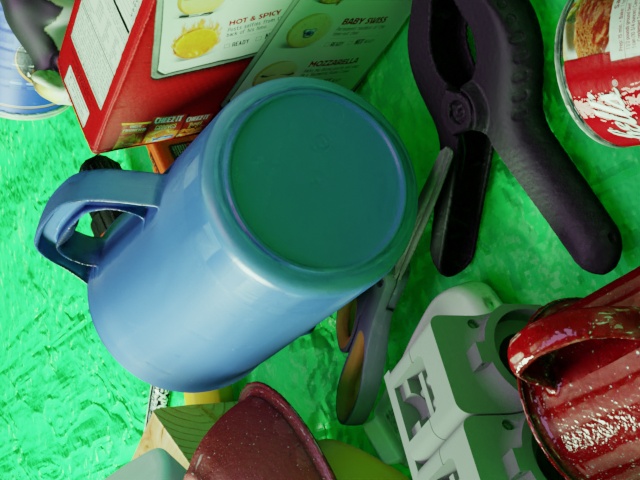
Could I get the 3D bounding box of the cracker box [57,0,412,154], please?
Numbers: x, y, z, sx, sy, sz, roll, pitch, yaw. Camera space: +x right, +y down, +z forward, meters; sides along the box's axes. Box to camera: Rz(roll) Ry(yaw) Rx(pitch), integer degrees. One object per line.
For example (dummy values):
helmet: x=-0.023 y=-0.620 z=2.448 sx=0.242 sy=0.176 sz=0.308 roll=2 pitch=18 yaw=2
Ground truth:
cracker box: x=-0.024 y=-0.139 z=0.519 sx=0.072 sy=0.163 sz=0.214 roll=63 pitch=146 yaw=19

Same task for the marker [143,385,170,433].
marker: x=-0.138 y=0.129 z=0.921 sx=0.020 sy=0.020 sz=0.121 roll=46 pitch=137 yaw=38

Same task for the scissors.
scissors: x=0.035 y=0.014 z=0.589 sx=0.096 sy=0.016 sz=0.202 roll=-102 pitch=22 yaw=-55

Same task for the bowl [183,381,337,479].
bowl: x=-0.034 y=0.163 z=0.589 sx=0.162 sy=0.055 sz=0.162 roll=47 pitch=146 yaw=46

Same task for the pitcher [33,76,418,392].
pitcher: x=-0.054 y=0.001 z=0.587 sx=0.145 sy=0.149 sz=0.243 roll=61 pitch=154 yaw=3

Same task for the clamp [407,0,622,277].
clamp: x=0.085 y=-0.058 z=0.499 sx=0.120 sy=0.039 sz=0.171 roll=7 pitch=113 yaw=50

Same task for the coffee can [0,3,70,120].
coffee can: x=-0.250 y=-0.187 z=0.900 sx=0.103 sy=0.102 sz=0.140 roll=52 pitch=140 yaw=33
